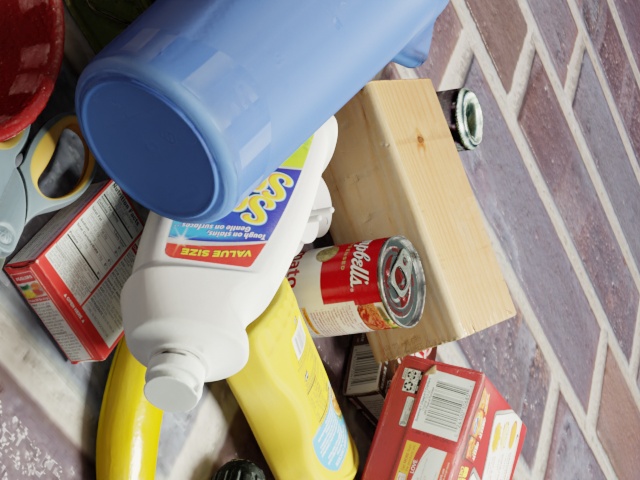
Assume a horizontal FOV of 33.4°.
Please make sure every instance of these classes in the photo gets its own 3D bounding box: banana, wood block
[{"bbox_3d":[-0.102,0.090,0.651,0.069,0.037,0.197,49,43,-40],"label":"banana"},{"bbox_3d":[0.068,-0.017,0.858,0.090,0.090,0.206,-13,82,-51],"label":"wood block"}]

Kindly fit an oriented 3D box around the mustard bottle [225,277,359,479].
[{"bbox_3d":[-0.017,0.125,0.757,0.096,0.058,0.191,-75,145,-64],"label":"mustard bottle"}]

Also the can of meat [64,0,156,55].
[{"bbox_3d":[-0.106,-0.148,0.690,0.102,0.058,0.083,61,35,-29],"label":"can of meat"}]

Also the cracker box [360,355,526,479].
[{"bbox_3d":[0.094,0.196,0.836,0.164,0.072,0.213,-71,156,-14],"label":"cracker box"}]

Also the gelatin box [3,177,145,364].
[{"bbox_3d":[-0.134,0.016,0.627,0.073,0.030,0.089,62,36,-26],"label":"gelatin box"}]

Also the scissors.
[{"bbox_3d":[-0.178,-0.019,0.553,0.096,0.016,0.201,50,37,-19],"label":"scissors"}]

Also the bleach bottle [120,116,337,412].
[{"bbox_3d":[-0.054,0.001,0.642,0.102,0.068,0.250,19,41,-8],"label":"bleach bottle"}]

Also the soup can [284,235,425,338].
[{"bbox_3d":[0.018,0.036,0.796,0.068,0.102,0.068,21,65,-54],"label":"soup can"}]

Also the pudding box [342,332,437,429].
[{"bbox_3d":[0.063,0.104,0.911,0.090,0.039,0.113,50,43,-40],"label":"pudding box"}]

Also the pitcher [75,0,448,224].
[{"bbox_3d":[-0.035,-0.129,0.625,0.242,0.149,0.145,-50,161,-37],"label":"pitcher"}]
